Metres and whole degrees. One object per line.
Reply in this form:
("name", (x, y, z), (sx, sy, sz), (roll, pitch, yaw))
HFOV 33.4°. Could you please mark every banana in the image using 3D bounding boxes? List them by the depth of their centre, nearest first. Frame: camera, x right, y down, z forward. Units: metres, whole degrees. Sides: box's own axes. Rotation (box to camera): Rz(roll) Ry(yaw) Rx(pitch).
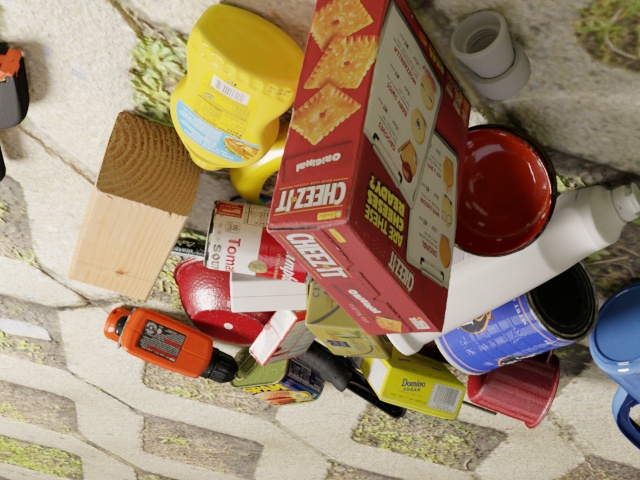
("banana", (-0.030, -0.078, 0.972), (0.069, 0.037, 0.198), (16, 155, -30))

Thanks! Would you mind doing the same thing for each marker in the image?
("marker", (-0.157, 0.008, 1.187), (0.121, 0.020, 0.020), (9, 151, 4))

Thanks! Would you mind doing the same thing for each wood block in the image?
("wood block", (-0.186, -0.028, 1.063), (0.090, 0.090, 0.206), (17, 150, -13))

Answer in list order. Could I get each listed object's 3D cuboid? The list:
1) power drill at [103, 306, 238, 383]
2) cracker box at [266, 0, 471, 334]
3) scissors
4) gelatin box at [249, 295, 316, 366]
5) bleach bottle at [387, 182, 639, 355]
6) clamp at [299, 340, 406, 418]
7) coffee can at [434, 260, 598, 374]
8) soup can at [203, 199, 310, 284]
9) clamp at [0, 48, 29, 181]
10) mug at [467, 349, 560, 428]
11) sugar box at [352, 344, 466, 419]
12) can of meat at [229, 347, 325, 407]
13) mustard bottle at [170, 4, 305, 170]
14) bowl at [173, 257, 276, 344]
("power drill", (-0.180, 0.134, 1.320), (0.184, 0.057, 0.188), (22, 170, -8))
("cracker box", (0.043, -0.060, 0.792), (0.072, 0.213, 0.164), (-6, 146, 29))
("scissors", (0.127, 0.184, 1.338), (0.202, 0.016, 0.096), (18, 176, 15))
("gelatin box", (-0.032, 0.101, 1.227), (0.073, 0.030, 0.089), (-10, 144, -49))
("bleach bottle", (0.173, 0.017, 0.969), (0.251, 0.102, 0.068), (-27, 107, 28))
("clamp", (0.016, 0.153, 1.276), (0.172, 0.039, 0.120), (28, 171, 41))
("coffee can", (0.195, 0.071, 1.084), (0.102, 0.102, 0.141), (26, 148, -25))
("soup can", (-0.057, 0.001, 1.026), (0.102, 0.068, 0.068), (9, 151, -3))
("clamp", (-0.327, -0.121, 1.002), (0.210, 0.036, 0.164), (-17, 140, 41))
("mug", (0.228, 0.155, 1.249), (0.081, 0.093, 0.117), (20, 119, -6))
("sugar box", (0.098, 0.150, 1.229), (0.093, 0.048, 0.176), (17, -171, -12))
("can of meat", (-0.056, 0.181, 1.420), (0.102, 0.057, 0.083), (-13, 146, 38))
("mustard bottle", (-0.078, -0.112, 0.902), (0.096, 0.058, 0.192), (29, 150, -3))
("bowl", (-0.100, 0.078, 1.255), (0.162, 0.055, 0.162), (9, 151, 5))
